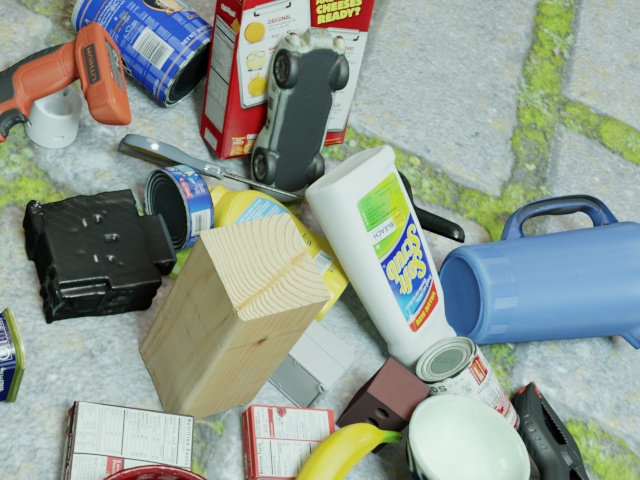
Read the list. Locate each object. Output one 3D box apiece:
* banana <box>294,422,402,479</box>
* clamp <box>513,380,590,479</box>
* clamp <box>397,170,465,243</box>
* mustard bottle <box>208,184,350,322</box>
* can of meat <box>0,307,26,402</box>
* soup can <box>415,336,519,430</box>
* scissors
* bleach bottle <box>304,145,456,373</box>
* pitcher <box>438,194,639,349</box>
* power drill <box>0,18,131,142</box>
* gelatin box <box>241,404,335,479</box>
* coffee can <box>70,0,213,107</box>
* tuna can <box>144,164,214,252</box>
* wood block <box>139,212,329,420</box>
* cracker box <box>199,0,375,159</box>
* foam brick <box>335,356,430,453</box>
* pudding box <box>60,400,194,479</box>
[{"bbox_3d":[0.004,0.237,0.963,0.069,0.037,0.197,35,67,-1],"label":"banana"},{"bbox_3d":[0.251,0.236,1.088,0.164,0.036,0.210,37,24,-33],"label":"clamp"},{"bbox_3d":[0.085,-0.030,1.182,0.039,0.120,0.171,41,25,-60],"label":"clamp"},{"bbox_3d":[-0.058,0.002,1.116,0.191,0.058,0.096,37,48,2],"label":"mustard bottle"},{"bbox_3d":[-0.301,0.106,0.899,0.083,0.102,0.057,-11,64,-29],"label":"can of meat"},{"bbox_3d":[0.148,0.155,1.071,0.102,0.069,0.068,58,45,-23],"label":"soup can"},{"bbox_3d":[-0.120,-0.077,1.107,0.202,0.096,0.016,15,84,9],"label":"scissors"},{"bbox_3d":[0.081,0.035,1.101,0.102,0.068,0.251,-38,107,-35],"label":"bleach bottle"},{"bbox_3d":[0.255,0.042,1.194,0.242,0.145,0.149,-4,27,-24],"label":"pitcher"},{"bbox_3d":[-0.283,-0.126,1.044,0.188,0.057,0.184,-15,70,6],"label":"power drill"},{"bbox_3d":[-0.029,0.196,1.012,0.089,0.030,0.073,7,56,-22],"label":"gelatin box"},{"bbox_3d":[-0.191,-0.231,1.188,0.140,0.103,0.102,40,50,5],"label":"coffee can"},{"bbox_3d":[-0.143,-0.033,1.082,0.033,0.086,0.086,-16,66,-35],"label":"tuna can"},{"bbox_3d":[-0.082,0.075,0.955,0.090,0.206,0.090,-13,64,-33],"label":"wood block"},{"bbox_3d":[-0.038,-0.203,1.168,0.163,0.214,0.072,-10,39,-30],"label":"cracker box"},{"bbox_3d":[0.061,0.162,1.047,0.053,0.078,0.051,38,48,3],"label":"foam brick"},{"bbox_3d":[-0.169,0.194,0.941,0.113,0.039,0.090,13,53,-20],"label":"pudding box"}]
